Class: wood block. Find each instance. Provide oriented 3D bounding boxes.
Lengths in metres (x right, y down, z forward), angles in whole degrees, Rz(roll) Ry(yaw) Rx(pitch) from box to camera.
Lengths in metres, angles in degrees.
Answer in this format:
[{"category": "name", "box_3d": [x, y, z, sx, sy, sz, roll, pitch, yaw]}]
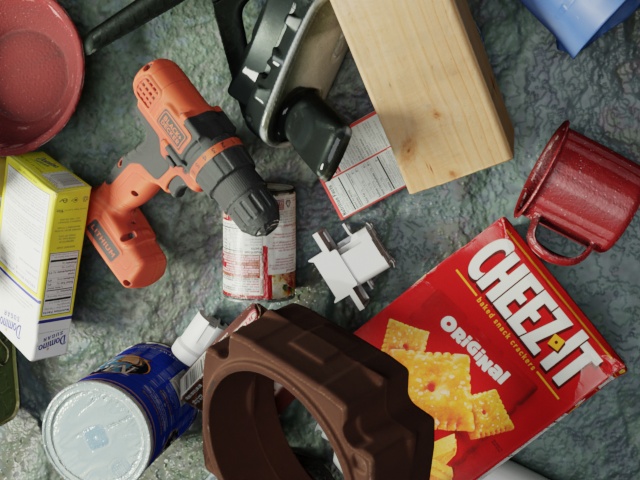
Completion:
[{"category": "wood block", "box_3d": [0.080, -0.156, 0.860, 0.090, 0.090, 0.206, -19, 106, 17]}]

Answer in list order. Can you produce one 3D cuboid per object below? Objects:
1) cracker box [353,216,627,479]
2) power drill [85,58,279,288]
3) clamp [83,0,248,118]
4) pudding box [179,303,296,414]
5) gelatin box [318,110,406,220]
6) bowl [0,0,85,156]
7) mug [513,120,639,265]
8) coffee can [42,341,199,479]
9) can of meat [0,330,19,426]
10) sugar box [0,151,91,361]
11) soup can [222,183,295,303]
[{"category": "cracker box", "box_3d": [0.127, 0.109, 0.918, 0.214, 0.072, 0.164, -39, 74, 8]}, {"category": "power drill", "box_3d": [-0.132, -0.039, 0.953, 0.184, 0.057, 0.188, 54, 126, 14]}, {"category": "clamp", "box_3d": [-0.110, -0.224, 0.936, 0.164, 0.036, 0.210, 14, 111, -11]}, {"category": "pudding box", "box_3d": [-0.063, 0.123, 0.995, 0.090, 0.039, 0.114, 37, 108, -26]}, {"category": "gelatin box", "box_3d": [0.041, -0.071, 0.963, 0.089, 0.030, 0.073, -28, 94, 16]}, {"category": "bowl", "box_3d": [-0.288, -0.158, 1.003, 0.162, 0.055, 0.162, 0, 92, 9]}, {"category": "mug", "box_3d": [0.215, -0.032, 0.893, 0.081, 0.093, 0.117, 28, 69, 2]}, {"category": "coffee can", "box_3d": [-0.181, 0.161, 0.994, 0.103, 0.140, 0.103, 2, 100, 12]}, {"category": "can of meat", "box_3d": [-0.356, 0.133, 1.074, 0.084, 0.057, 0.102, 0, 99, 15]}, {"category": "sugar box", "box_3d": [-0.267, 0.014, 1.008, 0.093, 0.048, 0.176, 33, 121, 39]}, {"category": "soup can", "box_3d": [-0.056, 0.001, 0.977, 0.068, 0.068, 0.102, 3, 99, 12]}]
